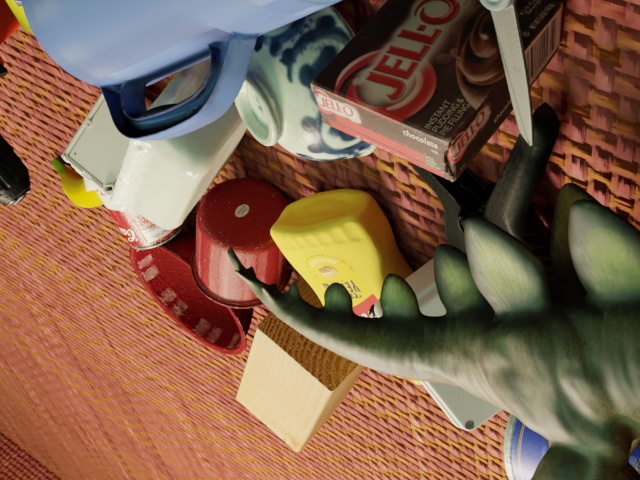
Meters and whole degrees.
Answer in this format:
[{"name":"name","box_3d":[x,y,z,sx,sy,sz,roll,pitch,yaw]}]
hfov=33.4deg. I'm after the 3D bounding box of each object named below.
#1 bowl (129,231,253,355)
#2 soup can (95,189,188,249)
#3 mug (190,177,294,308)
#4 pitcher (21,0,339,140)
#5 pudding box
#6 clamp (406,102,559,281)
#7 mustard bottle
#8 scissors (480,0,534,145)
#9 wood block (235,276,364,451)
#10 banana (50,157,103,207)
[{"name":"bowl","box_3d":[-0.123,0.044,1.117,0.162,0.055,0.162,33,152,20]},{"name":"soup can","box_3d":[-0.181,-0.051,1.042,0.069,0.068,0.102,17,144,43]},{"name":"mug","box_3d":[-0.056,0.001,0.936,0.117,0.093,0.081,9,144,0]},{"name":"pitcher","box_3d":[-0.074,-0.163,0.649,0.243,0.145,0.149,-3,134,53]},{"name":"pudding box","box_3d":[0.064,-0.095,0.577,0.090,0.113,0.039,28,154,29]},{"name":"clamp","box_3d":[0.116,-0.019,0.699,0.165,0.036,0.210,16,143,54]},{"name":"mustard bottle","box_3d":[0.043,0.047,0.880,0.096,0.058,0.191,-8,126,39]},{"name":"scissors","box_3d":[0.063,-0.128,0.480,0.096,0.016,0.202,30,152,23]},{"name":"wood block","box_3d":[-0.012,0.119,1.033,0.091,0.090,0.206,39,154,10]},{"name":"banana","box_3d":[-0.246,-0.070,1.141,0.069,0.037,0.198,50,153,-15]}]
